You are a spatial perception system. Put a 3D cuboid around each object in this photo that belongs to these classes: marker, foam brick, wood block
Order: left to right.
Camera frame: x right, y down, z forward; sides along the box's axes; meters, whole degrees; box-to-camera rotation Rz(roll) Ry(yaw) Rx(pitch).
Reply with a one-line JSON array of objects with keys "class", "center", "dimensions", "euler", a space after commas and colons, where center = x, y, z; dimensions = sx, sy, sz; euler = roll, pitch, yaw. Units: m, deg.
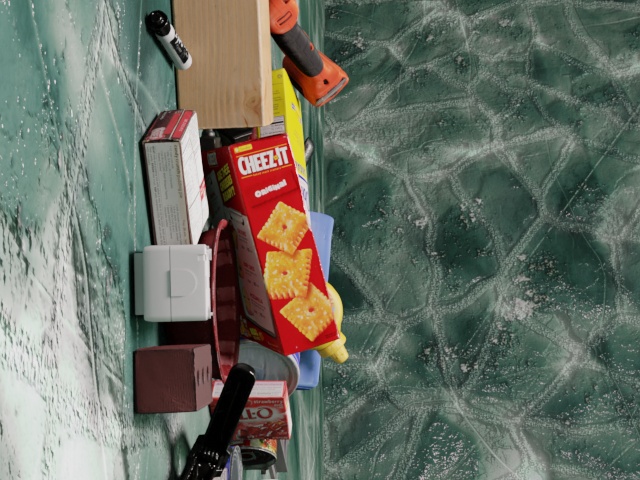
[{"class": "marker", "center": [-0.141, -0.187, 0.999], "dimensions": [0.121, 0.020, 0.020], "euler": [67, 22, -80]}, {"class": "foam brick", "center": [-0.123, 0.115, 0.897], "dimensions": [0.078, 0.051, 0.053], "euler": [24, 64, -86]}, {"class": "wood block", "center": [-0.100, -0.221, 1.098], "dimensions": [0.090, 0.091, 0.206], "euler": [-70, 158, -80]}]

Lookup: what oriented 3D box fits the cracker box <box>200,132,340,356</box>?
[{"class": "cracker box", "center": [-0.057, 0.001, 1.111], "dimensions": [0.164, 0.072, 0.214], "euler": [-175, -110, -71]}]

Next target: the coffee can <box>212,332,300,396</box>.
[{"class": "coffee can", "center": [-0.073, 0.112, 1.271], "dimensions": [0.140, 0.103, 0.103], "euler": [-87, 174, -53]}]

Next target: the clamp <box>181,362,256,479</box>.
[{"class": "clamp", "center": [-0.100, 0.192, 1.000], "dimensions": [0.210, 0.036, 0.164], "euler": [107, 8, -83]}]

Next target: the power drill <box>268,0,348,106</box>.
[{"class": "power drill", "center": [-0.053, -0.255, 1.271], "dimensions": [0.187, 0.057, 0.185], "euler": [47, 3, -46]}]

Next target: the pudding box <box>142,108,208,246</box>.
[{"class": "pudding box", "center": [-0.130, -0.052, 0.963], "dimensions": [0.090, 0.039, 0.113], "euler": [-82, 168, -66]}]

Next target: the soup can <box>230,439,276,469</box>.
[{"class": "soup can", "center": [-0.086, 0.219, 1.299], "dimensions": [0.068, 0.068, 0.102], "euler": [82, 6, -57]}]

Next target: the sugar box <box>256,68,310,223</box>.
[{"class": "sugar box", "center": [-0.045, -0.104, 1.262], "dimensions": [0.093, 0.048, 0.176], "euler": [57, 23, -67]}]

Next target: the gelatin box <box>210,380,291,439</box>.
[{"class": "gelatin box", "center": [-0.080, 0.196, 1.225], "dimensions": [0.030, 0.089, 0.073], "euler": [-85, 172, -50]}]

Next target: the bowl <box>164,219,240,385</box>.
[{"class": "bowl", "center": [-0.114, 0.061, 1.021], "dimensions": [0.162, 0.055, 0.162], "euler": [-1, 90, -86]}]
